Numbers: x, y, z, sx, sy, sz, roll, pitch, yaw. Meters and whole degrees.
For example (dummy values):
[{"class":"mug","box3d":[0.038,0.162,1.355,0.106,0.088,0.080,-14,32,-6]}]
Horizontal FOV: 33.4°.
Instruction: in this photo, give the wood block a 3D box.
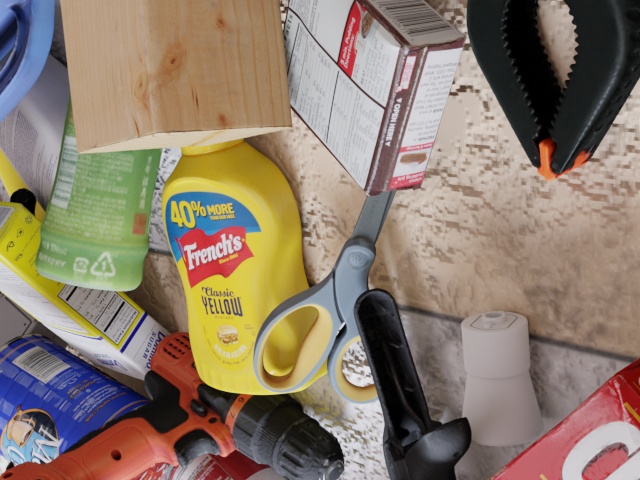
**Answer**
[{"class":"wood block","box3d":[-0.085,-0.157,0.578,0.091,0.090,0.206,-4,93,50]}]

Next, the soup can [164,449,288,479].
[{"class":"soup can","box3d":[-0.055,0.189,0.770,0.102,0.068,0.069,38,133,28]}]

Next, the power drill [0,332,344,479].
[{"class":"power drill","box3d":[-0.101,0.151,0.712,0.185,0.187,0.057,26,139,42]}]

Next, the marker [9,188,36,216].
[{"class":"marker","box3d":[-0.229,-0.009,0.825,0.020,0.020,0.121,56,156,11]}]

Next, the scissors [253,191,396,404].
[{"class":"scissors","box3d":[0.034,0.023,0.619,0.096,0.016,0.202,31,115,-14]}]

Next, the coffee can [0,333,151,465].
[{"class":"coffee can","box3d":[-0.204,0.151,0.871,0.140,0.102,0.103,25,126,26]}]

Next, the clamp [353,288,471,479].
[{"class":"clamp","box3d":[0.059,0.122,0.600,0.120,0.039,0.171,-113,7,-59]}]

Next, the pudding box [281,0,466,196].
[{"class":"pudding box","box3d":[0.020,-0.091,0.552,0.114,0.039,0.090,54,143,41]}]

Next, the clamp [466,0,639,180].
[{"class":"clamp","box3d":[0.106,-0.128,0.454,0.165,0.036,0.210,9,117,52]}]

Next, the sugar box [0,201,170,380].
[{"class":"sugar box","box3d":[-0.194,0.038,0.799,0.094,0.048,0.176,8,152,46]}]

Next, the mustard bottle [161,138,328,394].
[{"class":"mustard bottle","box3d":[-0.055,0.001,0.682,0.096,0.058,0.191,0,108,38]}]

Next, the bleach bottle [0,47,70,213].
[{"class":"bleach bottle","box3d":[-0.223,-0.108,0.813,0.251,0.067,0.103,47,138,24]}]
